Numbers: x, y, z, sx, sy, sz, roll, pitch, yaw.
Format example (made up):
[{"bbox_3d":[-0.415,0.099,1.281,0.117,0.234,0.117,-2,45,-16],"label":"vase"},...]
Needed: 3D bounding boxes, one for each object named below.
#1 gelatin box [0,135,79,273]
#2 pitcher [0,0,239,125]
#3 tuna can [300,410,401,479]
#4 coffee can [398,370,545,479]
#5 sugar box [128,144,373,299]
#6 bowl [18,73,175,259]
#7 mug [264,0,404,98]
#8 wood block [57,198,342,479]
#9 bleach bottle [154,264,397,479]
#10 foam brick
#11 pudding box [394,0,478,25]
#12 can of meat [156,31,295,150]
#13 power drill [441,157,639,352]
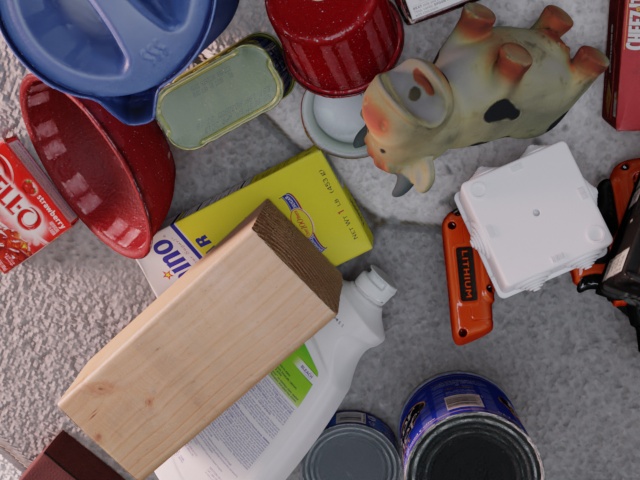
[{"bbox_3d":[-0.255,-0.029,0.872,0.073,0.030,0.089,-34,101,10],"label":"gelatin box"},{"bbox_3d":[-0.121,-0.183,0.716,0.145,0.243,0.149,32,103,-6],"label":"pitcher"},{"bbox_3d":[0.026,0.189,0.912,0.086,0.033,0.086,1,104,3],"label":"tuna can"},{"bbox_3d":[0.115,0.167,0.840,0.103,0.140,0.103,0,95,3],"label":"coffee can"},{"bbox_3d":[-0.056,0.001,0.862,0.176,0.048,0.093,-27,102,8],"label":"sugar box"},{"bbox_3d":[-0.160,-0.067,0.817,0.055,0.162,0.162,-36,102,-27],"label":"bowl"},{"bbox_3d":[0.002,-0.168,0.761,0.093,0.081,0.117,-36,70,1],"label":"mug"},{"bbox_3d":[-0.089,0.076,0.816,0.206,0.090,0.090,-42,100,14],"label":"wood block"},{"bbox_3d":[-0.025,0.126,0.875,0.103,0.068,0.251,46,102,20],"label":"bleach bottle"},{"bbox_3d":[-0.217,0.213,0.922,0.078,0.051,0.053,41,103,-7],"label":"foam brick"},{"bbox_3d":[0.110,-0.193,0.781,0.113,0.090,0.039,-22,100,7],"label":"pudding box"},{"bbox_3d":[-0.072,-0.113,0.814,0.102,0.084,0.057,-28,102,9],"label":"can of meat"},{"bbox_3d":[0.193,0.035,0.831,0.187,0.057,0.184,-7,81,4],"label":"power drill"}]
